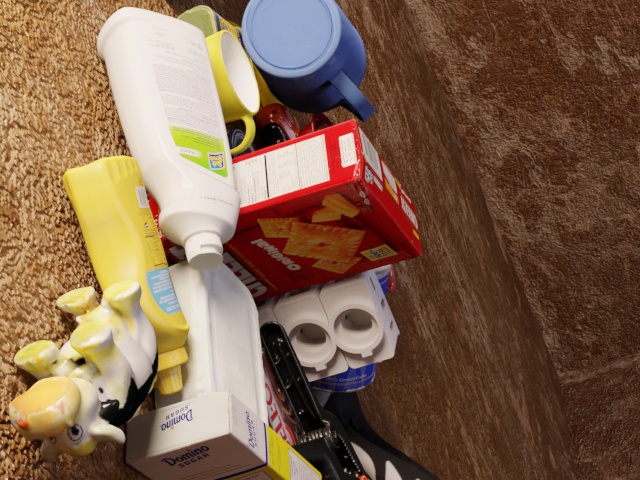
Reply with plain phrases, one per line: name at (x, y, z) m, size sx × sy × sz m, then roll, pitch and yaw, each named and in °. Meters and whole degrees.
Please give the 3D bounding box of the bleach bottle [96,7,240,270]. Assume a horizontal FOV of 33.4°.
bleach bottle at (-0.129, -0.087, 0.937) m, size 0.102 × 0.068 × 0.251 m, roll 9°, pitch 51°, yaw -35°

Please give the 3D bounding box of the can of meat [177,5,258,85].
can of meat at (-0.120, -0.207, 1.216) m, size 0.083 × 0.057 × 0.102 m, roll 24°, pitch 51°, yaw -67°

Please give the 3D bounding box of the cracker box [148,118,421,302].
cracker box at (-0.031, -0.016, 1.014) m, size 0.164 × 0.214 × 0.072 m, roll 48°, pitch 30°, yaw -54°

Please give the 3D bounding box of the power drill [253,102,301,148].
power drill at (-0.033, -0.064, 1.338) m, size 0.184 × 0.057 × 0.187 m, roll 57°, pitch 18°, yaw -23°

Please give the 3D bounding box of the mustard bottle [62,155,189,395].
mustard bottle at (-0.148, 0.031, 0.855) m, size 0.096 × 0.058 × 0.191 m, roll -17°, pitch 88°, yaw -87°

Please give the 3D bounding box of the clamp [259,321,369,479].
clamp at (-0.006, 0.185, 1.049) m, size 0.209 × 0.036 × 0.164 m, roll 53°, pitch 21°, yaw -47°

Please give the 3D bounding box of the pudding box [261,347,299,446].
pudding box at (-0.058, 0.169, 1.038) m, size 0.090 × 0.039 × 0.113 m, roll -31°, pitch 102°, yaw -73°

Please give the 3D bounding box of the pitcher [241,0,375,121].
pitcher at (-0.012, -0.219, 1.240) m, size 0.242 × 0.149 × 0.145 m, roll -10°, pitch 103°, yaw -84°

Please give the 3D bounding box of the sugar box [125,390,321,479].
sugar box at (-0.074, 0.185, 0.872) m, size 0.176 × 0.093 × 0.048 m, roll 55°, pitch 23°, yaw -46°
